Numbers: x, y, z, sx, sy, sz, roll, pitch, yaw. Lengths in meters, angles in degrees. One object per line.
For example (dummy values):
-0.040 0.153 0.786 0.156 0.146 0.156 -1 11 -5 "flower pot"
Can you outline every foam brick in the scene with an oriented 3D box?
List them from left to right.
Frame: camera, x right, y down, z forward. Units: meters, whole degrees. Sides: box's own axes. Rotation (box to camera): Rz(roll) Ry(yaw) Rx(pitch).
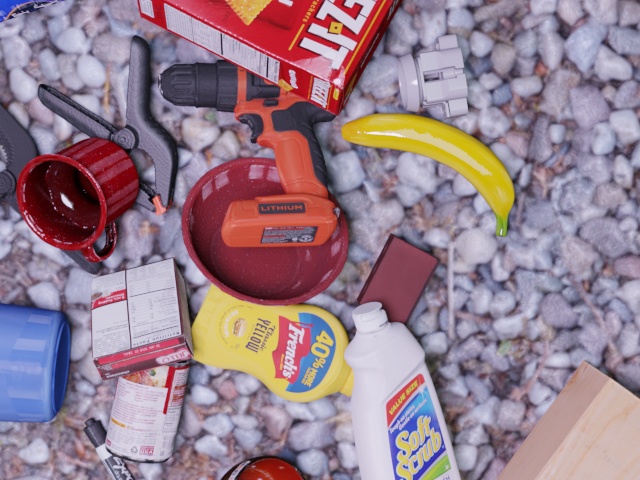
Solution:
0.075 0.039 1.051 0.051 0.053 0.078 27 92 -3 "foam brick"

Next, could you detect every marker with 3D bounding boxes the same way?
-0.204 0.233 1.078 0.020 0.020 0.121 -29 94 1 "marker"

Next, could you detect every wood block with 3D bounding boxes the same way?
0.245 0.233 1.049 0.090 0.091 0.206 35 93 -4 "wood block"

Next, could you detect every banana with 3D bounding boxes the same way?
0.118 -0.081 1.049 0.198 0.037 0.069 32 91 -3 "banana"

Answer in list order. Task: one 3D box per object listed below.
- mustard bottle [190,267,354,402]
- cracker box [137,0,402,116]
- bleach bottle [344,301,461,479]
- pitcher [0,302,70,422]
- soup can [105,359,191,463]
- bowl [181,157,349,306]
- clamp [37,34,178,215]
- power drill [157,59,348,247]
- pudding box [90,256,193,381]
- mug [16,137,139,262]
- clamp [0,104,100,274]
-0.030 0.105 1.051 0.191 0.058 0.096 24 87 -3 "mustard bottle"
-0.039 -0.240 0.987 0.214 0.072 0.164 27 76 4 "cracker box"
0.070 0.182 1.024 0.102 0.068 0.251 -24 107 -24 "bleach bottle"
-0.369 0.122 1.016 0.242 0.145 0.149 5 135 -4 "pitcher"
-0.170 0.160 1.048 0.068 0.068 0.102 12 95 -2 "soup can"
-0.057 0.001 1.023 0.162 0.055 0.162 7 59 -12 "bowl"
-0.183 -0.110 1.039 0.120 0.039 0.171 -32 100 18 "clamp"
-0.058 -0.088 0.997 0.184 0.057 0.187 -1 66 -7 "power drill"
-0.173 0.074 1.022 0.090 0.113 0.039 -14 135 0 "pudding box"
-0.219 -0.037 1.005 0.093 0.081 0.117 -10 107 24 "mug"
-0.301 -0.047 1.028 0.164 0.036 0.210 -3 78 -32 "clamp"
